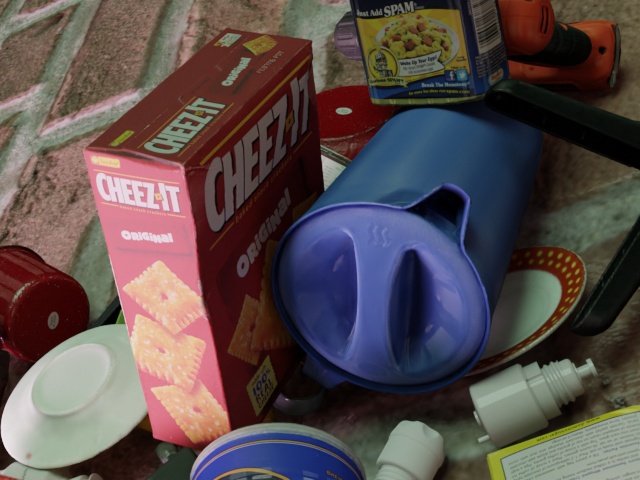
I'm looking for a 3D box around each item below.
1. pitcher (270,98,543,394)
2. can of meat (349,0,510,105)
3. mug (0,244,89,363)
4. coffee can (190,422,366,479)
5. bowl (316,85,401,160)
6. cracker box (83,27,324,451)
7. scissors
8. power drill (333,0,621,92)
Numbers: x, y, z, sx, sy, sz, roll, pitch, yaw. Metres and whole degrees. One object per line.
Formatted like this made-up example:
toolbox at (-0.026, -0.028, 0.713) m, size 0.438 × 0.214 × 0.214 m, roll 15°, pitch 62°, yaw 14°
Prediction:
pitcher at (0.067, -0.014, 0.710) m, size 0.149 × 0.145 × 0.242 m, roll -6°, pitch 27°, yaw 27°
can of meat at (0.072, -0.137, 0.705) m, size 0.102 × 0.084 × 0.057 m, roll 5°, pitch 29°, yaw 38°
mug at (-0.263, 0.064, 0.922) m, size 0.117 × 0.093 × 0.082 m, roll -33°, pitch 34°, yaw -32°
coffee can at (-0.024, 0.183, 0.565) m, size 0.103 × 0.102 × 0.140 m, roll -22°, pitch 35°, yaw 15°
bowl at (0.022, -0.083, 0.883) m, size 0.162 × 0.055 × 0.162 m, roll -9°, pitch 33°, yaw 6°
cracker box at (-0.054, 0.001, 0.663) m, size 0.072 × 0.214 × 0.164 m, roll 11°, pitch 38°, yaw 21°
scissors at (-0.069, 0.069, 0.772) m, size 0.096 × 0.016 × 0.202 m, roll -20°, pitch 37°, yaw -24°
power drill at (0.128, -0.151, 0.819) m, size 0.185 × 0.057 × 0.187 m, roll 8°, pitch 6°, yaw 43°
